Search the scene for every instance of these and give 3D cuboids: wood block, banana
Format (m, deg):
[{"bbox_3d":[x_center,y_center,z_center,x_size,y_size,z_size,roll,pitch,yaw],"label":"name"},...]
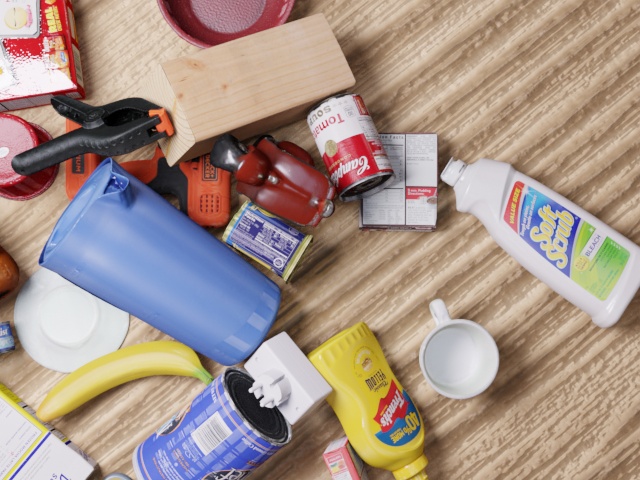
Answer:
[{"bbox_3d":[-0.079,-0.164,1.156,0.205,0.091,0.090,-24,87,-29],"label":"wood block"},{"bbox_3d":[-0.218,0.149,1.181,0.198,0.069,0.037,-14,127,-1],"label":"banana"}]

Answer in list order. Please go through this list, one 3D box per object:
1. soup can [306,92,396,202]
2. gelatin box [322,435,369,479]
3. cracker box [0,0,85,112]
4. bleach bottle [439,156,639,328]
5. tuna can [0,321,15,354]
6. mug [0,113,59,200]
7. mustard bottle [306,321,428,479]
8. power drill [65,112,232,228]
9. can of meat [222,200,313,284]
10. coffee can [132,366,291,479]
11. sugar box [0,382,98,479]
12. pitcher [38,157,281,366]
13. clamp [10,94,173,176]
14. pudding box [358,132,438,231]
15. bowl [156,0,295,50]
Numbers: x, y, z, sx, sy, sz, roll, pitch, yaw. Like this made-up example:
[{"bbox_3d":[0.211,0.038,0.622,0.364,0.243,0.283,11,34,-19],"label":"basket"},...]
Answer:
[{"bbox_3d":[0.033,-0.102,1.173,0.068,0.068,0.102,-21,77,-4],"label":"soup can"},{"bbox_3d":[0.031,0.256,1.166,0.030,0.089,0.073,-23,86,4],"label":"gelatin box"},{"bbox_3d":[-0.382,-0.225,1.198,0.213,0.072,0.164,-10,85,-2],"label":"cracker box"},{"bbox_3d":[0.244,-0.009,1.210,0.251,0.068,0.102,33,84,3],"label":"bleach bottle"},{"bbox_3d":[-0.378,0.114,1.164,0.086,0.086,0.034,-14,87,-3],"label":"tuna can"},{"bbox_3d":[-0.353,-0.101,1.183,0.117,0.081,0.093,35,85,1],"label":"mug"},{"bbox_3d":[0.063,0.190,1.176,0.058,0.096,0.191,-33,88,40],"label":"mustard bottle"},{"bbox_3d":[-0.190,-0.106,1.203,0.187,0.057,0.184,0,82,-1],"label":"power drill"},{"bbox_3d":[-0.058,0.001,1.178,0.084,0.102,0.057,31,85,2],"label":"can of meat"},{"bbox_3d":[-0.116,0.217,1.138,0.140,0.102,0.103,-42,88,15],"label":"coffee can"},{"bbox_3d":[-0.343,0.229,1.178,0.176,0.048,0.093,41,85,-2],"label":"sugar box"},{"bbox_3d":[-0.171,0.035,1.141,0.242,0.149,0.145,35,91,-19],"label":"pitcher"},{"bbox_3d":[-0.233,-0.123,1.120,0.171,0.039,0.120,-8,48,13],"label":"clamp"},{"bbox_3d":[0.089,-0.067,1.220,0.090,0.039,0.113,1,83,1],"label":"pudding box"},{"bbox_3d":[-0.107,-0.287,1.220,0.162,0.055,0.162,0,86,-2],"label":"bowl"}]
